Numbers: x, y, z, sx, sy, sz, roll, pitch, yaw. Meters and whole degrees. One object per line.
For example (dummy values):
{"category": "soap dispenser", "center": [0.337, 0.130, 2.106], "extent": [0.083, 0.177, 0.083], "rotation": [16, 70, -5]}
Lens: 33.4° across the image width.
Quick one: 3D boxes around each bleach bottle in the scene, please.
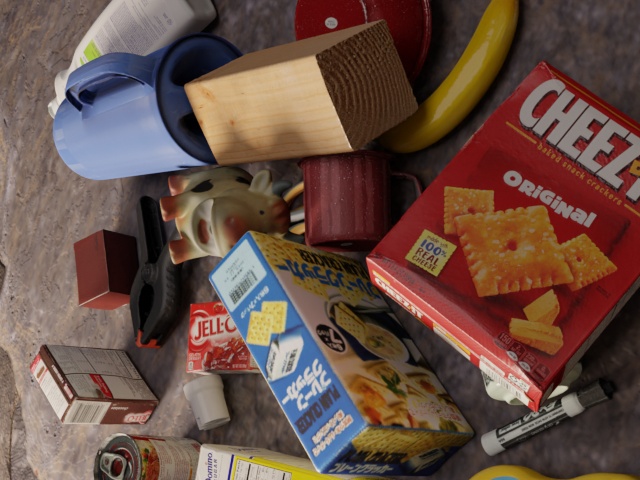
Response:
{"category": "bleach bottle", "center": [-0.239, -0.227, 1.259], "extent": [0.251, 0.068, 0.102], "rotation": [-34, 84, 29]}

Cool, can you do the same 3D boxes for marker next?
{"category": "marker", "center": [0.184, 0.142, 0.864], "extent": [0.121, 0.020, 0.020], "rotation": [-33, 60, 28]}

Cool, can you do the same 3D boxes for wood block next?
{"category": "wood block", "center": [-0.023, -0.132, 0.988], "extent": [0.207, 0.090, 0.090], "rotation": [-1, 117, 51]}

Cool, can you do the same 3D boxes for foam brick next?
{"category": "foam brick", "center": [-0.242, 0.034, 1.212], "extent": [0.053, 0.051, 0.078], "rotation": [-23, 66, 32]}

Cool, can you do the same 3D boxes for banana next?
{"category": "banana", "center": [0.118, -0.142, 0.974], "extent": [0.198, 0.037, 0.070], "rotation": [-44, 64, 21]}

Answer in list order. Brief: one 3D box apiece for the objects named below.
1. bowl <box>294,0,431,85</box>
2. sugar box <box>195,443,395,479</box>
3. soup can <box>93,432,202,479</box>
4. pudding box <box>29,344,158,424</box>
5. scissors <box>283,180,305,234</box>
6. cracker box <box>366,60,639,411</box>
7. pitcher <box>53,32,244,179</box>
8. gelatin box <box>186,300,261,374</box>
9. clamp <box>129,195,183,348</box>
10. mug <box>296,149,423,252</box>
{"category": "bowl", "center": [0.027, -0.206, 1.021], "extent": [0.162, 0.055, 0.162], "rotation": [11, 107, 41]}
{"category": "sugar box", "center": [-0.019, 0.220, 0.960], "extent": [0.177, 0.093, 0.048], "rotation": [1, 79, 40]}
{"category": "soup can", "center": [-0.167, 0.229, 1.069], "extent": [0.069, 0.102, 0.068], "rotation": [-11, 72, 36]}
{"category": "pudding box", "center": [-0.241, 0.154, 1.142], "extent": [0.090, 0.113, 0.039], "rotation": [46, 110, 37]}
{"category": "scissors", "center": [-0.057, 0.001, 1.094], "extent": [0.202, 0.016, 0.096], "rotation": [-28, 60, 30]}
{"category": "cracker box", "center": [0.165, -0.007, 0.805], "extent": [0.164, 0.072, 0.213], "rotation": [39, 80, 18]}
{"category": "pitcher", "center": [-0.193, -0.136, 1.142], "extent": [0.243, 0.144, 0.149], "rotation": [-7, 113, 47]}
{"category": "gelatin box", "center": [-0.097, 0.099, 1.093], "extent": [0.089, 0.030, 0.073], "rotation": [-7, 74, 37]}
{"category": "clamp", "center": [-0.181, 0.029, 1.173], "extent": [0.120, 0.039, 0.171], "rotation": [23, 97, 55]}
{"category": "mug", "center": [0.037, -0.035, 0.991], "extent": [0.117, 0.093, 0.081], "rotation": [-2, 81, 4]}
